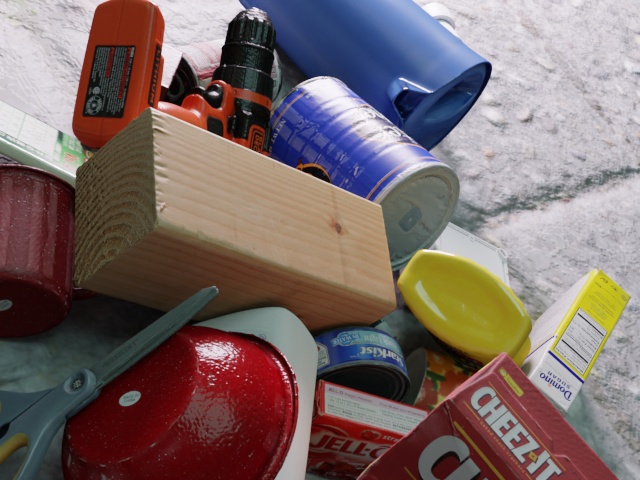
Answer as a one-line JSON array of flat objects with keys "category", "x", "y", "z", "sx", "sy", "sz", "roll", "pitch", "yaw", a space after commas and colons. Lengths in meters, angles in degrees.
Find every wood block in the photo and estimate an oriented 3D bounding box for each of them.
[{"category": "wood block", "x": -0.054, "y": 0.001, "z": 0.722, "sx": 0.205, "sy": 0.090, "sz": 0.091, "roll": 21, "pitch": 50, "yaw": -39}]

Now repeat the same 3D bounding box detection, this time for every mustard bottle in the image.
[{"category": "mustard bottle", "x": 0.115, "y": 0.063, "z": 0.817, "sx": 0.096, "sy": 0.058, "sz": 0.191, "roll": 32, "pitch": -5, "yaw": 17}]

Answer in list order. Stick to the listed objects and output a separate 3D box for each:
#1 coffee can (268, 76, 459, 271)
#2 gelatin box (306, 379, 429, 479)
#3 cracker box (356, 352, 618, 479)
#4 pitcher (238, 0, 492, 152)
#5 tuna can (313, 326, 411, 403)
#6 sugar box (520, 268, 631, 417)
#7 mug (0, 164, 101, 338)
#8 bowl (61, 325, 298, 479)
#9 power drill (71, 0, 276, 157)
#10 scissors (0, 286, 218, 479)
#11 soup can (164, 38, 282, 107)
[{"category": "coffee can", "x": 0.029, "y": -0.055, "z": 0.869, "sx": 0.102, "sy": 0.103, "sz": 0.140, "roll": -12, "pitch": 43, "yaw": -40}, {"category": "gelatin box", "x": 0.021, "y": 0.136, "z": 0.740, "sx": 0.089, "sy": 0.073, "sz": 0.030, "roll": 18, "pitch": 46, "yaw": -21}, {"category": "cracker box", "x": 0.086, "y": 0.194, "z": 0.626, "sx": 0.164, "sy": 0.214, "sz": 0.071, "roll": 49, "pitch": 43, "yaw": 13}, {"category": "pitcher", "x": 0.038, "y": -0.191, "z": 1.019, "sx": 0.144, "sy": 0.149, "sz": 0.243, "roll": -36, "pitch": 73, "yaw": -25}, {"category": "tuna can", "x": 0.020, "y": 0.098, "z": 0.765, "sx": 0.086, "sy": 0.086, "sz": 0.034, "roll": 11, "pitch": 46, "yaw": -26}, {"category": "sugar box", "x": 0.187, "y": 0.101, "z": 0.870, "sx": 0.048, "sy": 0.093, "sz": 0.176, "roll": 40, "pitch": 43, "yaw": 3}, {"category": "mug", "x": -0.191, "y": 0.012, "z": 0.698, "sx": 0.117, "sy": 0.093, "sz": 0.081, "roll": 8, "pitch": 54, "yaw": -20}, {"category": "bowl", "x": -0.095, "y": 0.105, "z": 0.625, "sx": 0.055, "sy": 0.162, "sz": 0.162, "roll": 54, "pitch": 29, "yaw": -38}, {"category": "power drill", "x": -0.095, "y": -0.110, "z": 0.790, "sx": 0.187, "sy": 0.057, "sz": 0.184, "roll": 24, "pitch": 72, "yaw": -60}, {"category": "scissors", "x": -0.156, "y": 0.083, "z": 0.627, "sx": 0.096, "sy": 0.016, "sz": 0.201, "roll": 29, "pitch": 70, "yaw": 38}, {"category": "soup can", "x": -0.090, "y": -0.138, "z": 0.917, "sx": 0.102, "sy": 0.069, "sz": 0.068, "roll": -22, "pitch": 67, "yaw": -44}]
